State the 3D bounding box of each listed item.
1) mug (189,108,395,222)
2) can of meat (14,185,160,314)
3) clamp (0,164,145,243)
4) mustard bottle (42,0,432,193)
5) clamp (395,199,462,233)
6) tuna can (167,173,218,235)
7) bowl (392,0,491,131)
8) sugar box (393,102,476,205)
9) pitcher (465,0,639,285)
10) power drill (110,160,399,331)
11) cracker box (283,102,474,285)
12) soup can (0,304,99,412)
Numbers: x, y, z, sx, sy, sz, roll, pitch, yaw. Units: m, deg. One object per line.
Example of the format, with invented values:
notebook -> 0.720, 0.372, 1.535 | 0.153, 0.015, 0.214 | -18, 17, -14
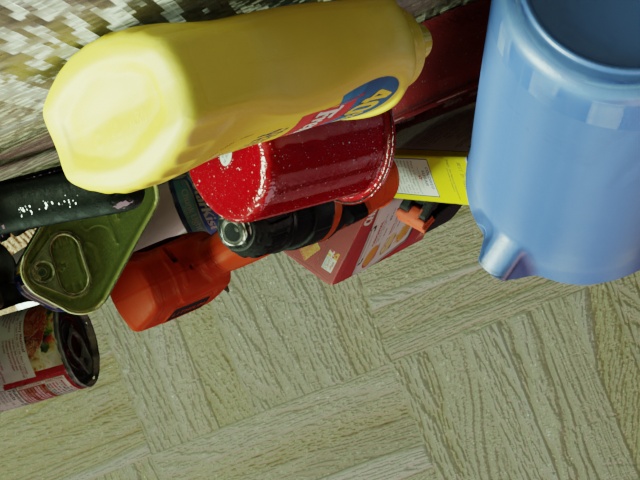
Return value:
mug -> -0.028, -0.059, 0.580 | 0.081, 0.093, 0.117 | -17, -155, -37
can of meat -> -0.156, -0.002, 0.695 | 0.102, 0.057, 0.084 | -64, -163, -15
clamp -> -0.175, -0.018, 0.574 | 0.171, 0.039, 0.120 | -11, -175, -3
mustard bottle -> -0.016, -0.072, 0.459 | 0.191, 0.058, 0.096 | -23, -177, -43
clamp -> 0.133, -0.086, 0.928 | 0.209, 0.036, 0.165 | -44, 153, -39
tuna can -> -0.089, -0.035, 0.841 | 0.034, 0.086, 0.086 | -20, -179, 10
bowl -> 0.090, -0.120, 0.714 | 0.162, 0.055, 0.162 | -22, -179, 0
sugar box -> 0.123, -0.062, 0.752 | 0.093, 0.048, 0.177 | -33, -155, -26
pitcher -> 0.145, -0.079, 0.535 | 0.145, 0.149, 0.243 | -4, 163, 7
power drill -> -0.055, 0.001, 0.709 | 0.188, 0.057, 0.184 | -25, 178, 33
cracker box -> 0.063, -0.065, 0.959 | 0.213, 0.072, 0.164 | -22, 142, -62
soup can -> -0.218, 0.085, 0.762 | 0.102, 0.068, 0.068 | -16, -178, 8
